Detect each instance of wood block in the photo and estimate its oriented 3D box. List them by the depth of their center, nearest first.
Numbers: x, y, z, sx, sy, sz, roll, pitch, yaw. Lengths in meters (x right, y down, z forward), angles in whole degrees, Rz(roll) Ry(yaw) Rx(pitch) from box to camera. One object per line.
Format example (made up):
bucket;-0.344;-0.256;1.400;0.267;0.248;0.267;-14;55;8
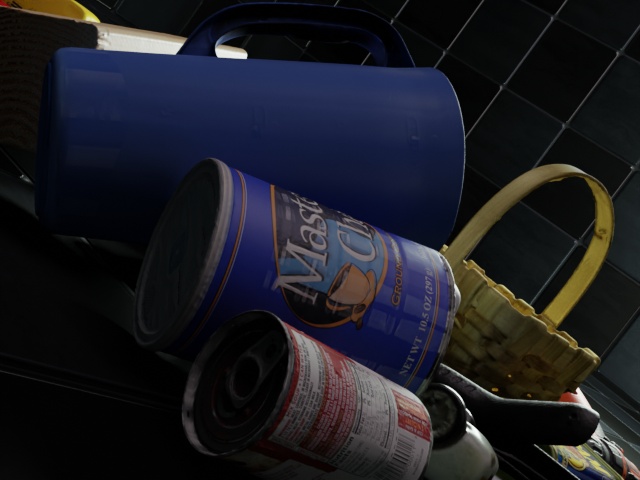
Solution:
wood block;-0.146;-0.111;0.788;0.090;0.091;0.205;15;10;22

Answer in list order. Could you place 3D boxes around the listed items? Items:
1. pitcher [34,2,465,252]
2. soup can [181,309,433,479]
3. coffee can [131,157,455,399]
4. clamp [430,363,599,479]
pitcher;-0.045;-0.061;0.651;0.242;0.145;0.149;4;30;-18
soup can;-0.004;0.083;0.494;0.102;0.068;0.069;32;7;-37
coffee can;-0.015;0.029;0.567;0.140;0.103;0.103;22;12;-24
clamp;0.113;0.123;0.719;0.210;0.036;0.164;26;-26;33
